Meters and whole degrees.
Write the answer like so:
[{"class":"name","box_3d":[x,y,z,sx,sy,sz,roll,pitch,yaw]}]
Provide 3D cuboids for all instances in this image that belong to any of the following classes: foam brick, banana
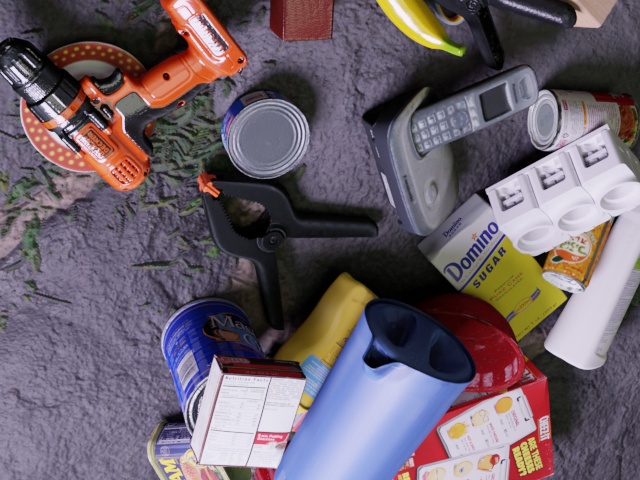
[{"class":"foam brick","box_3d":[-0.017,-0.234,1.018,0.051,0.053,0.078,-5,118,-16]},{"class":"banana","box_3d":[0.072,-0.258,1.030,0.197,0.070,0.037,52,56,-24]}]

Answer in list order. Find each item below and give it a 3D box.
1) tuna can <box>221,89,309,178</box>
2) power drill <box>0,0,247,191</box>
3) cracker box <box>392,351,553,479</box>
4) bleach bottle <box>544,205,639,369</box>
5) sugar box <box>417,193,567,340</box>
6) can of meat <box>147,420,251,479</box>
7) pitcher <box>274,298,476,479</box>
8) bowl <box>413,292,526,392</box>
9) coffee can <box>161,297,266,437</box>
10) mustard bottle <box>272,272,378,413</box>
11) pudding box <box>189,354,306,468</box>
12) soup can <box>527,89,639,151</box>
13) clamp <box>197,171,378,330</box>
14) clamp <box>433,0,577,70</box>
[{"class":"tuna can","box_3d":[-0.057,-0.108,1.082,0.086,0.034,0.086,-8,119,-15]},{"class":"power drill","box_3d":[-0.176,-0.158,0.979,0.188,0.057,0.184,-38,126,5]},{"class":"cracker box","box_3d":[0.175,0.247,1.325,0.213,0.072,0.164,-18,123,-10]},{"class":"bleach bottle","box_3d":[0.356,0.029,1.270,0.102,0.068,0.251,2,116,-62]},{"class":"sugar box","box_3d":[0.201,0.037,1.238,0.093,0.048,0.176,-43,123,6]},{"class":"can of meat","box_3d":[-0.134,0.250,1.209,0.084,0.057,0.102,-8,124,23]},{"class":"pitcher","box_3d":[0.056,0.191,1.147,0.149,0.145,0.243,24,114,-16]},{"class":"bowl","box_3d":[0.160,0.109,1.229,0.162,0.055,0.162,14,144,10]},{"class":"coffee can","box_3d":[-0.107,0.138,1.131,0.102,0.140,0.103,-8,119,-15]},{"class":"mustard bottle","box_3d":[-0.005,0.132,1.185,0.191,0.058,0.096,-50,142,-4]},{"class":"pudding box","box_3d":[-0.072,0.170,1.053,0.090,0.039,0.113,8,112,-22]},{"class":"soup can","box_3d":[0.287,-0.130,1.167,0.102,0.068,0.068,0,116,-18]},{"class":"clamp","box_3d":[-0.057,0.001,1.137,0.209,0.036,0.165,31,103,-33]},{"class":"clamp","box_3d":[0.163,-0.240,1.033,0.171,0.039,0.120,39,142,-27]}]
